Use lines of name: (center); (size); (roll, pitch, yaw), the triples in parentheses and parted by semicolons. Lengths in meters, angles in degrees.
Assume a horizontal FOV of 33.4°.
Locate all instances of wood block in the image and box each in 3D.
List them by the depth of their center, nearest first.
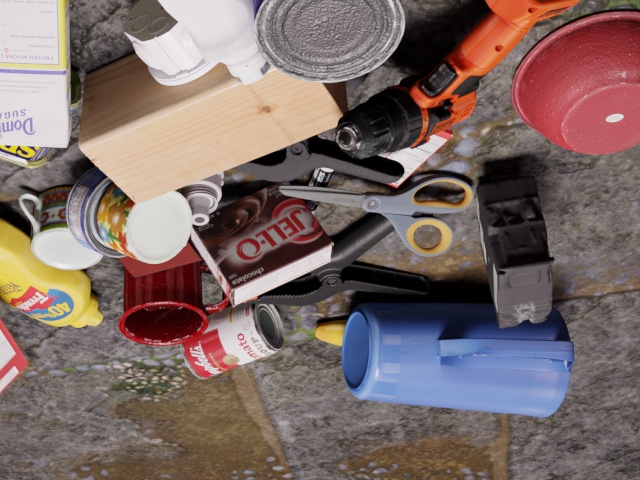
wood block: (-0.089, -0.119, 0.893); (0.206, 0.090, 0.090); (-19, 141, 19)

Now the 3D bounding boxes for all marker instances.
marker: (-0.006, -0.047, 1.061); (0.020, 0.020, 0.121); (6, 142, -16)

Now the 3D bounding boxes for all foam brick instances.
foam brick: (-0.163, -0.004, 1.071); (0.078, 0.053, 0.051); (-14, 143, 12)

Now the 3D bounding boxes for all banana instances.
banana: (0.086, 0.130, 1.298); (0.197, 0.037, 0.070); (24, 134, -34)

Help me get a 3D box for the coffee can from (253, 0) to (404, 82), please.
coffee can: (0.001, -0.197, 0.754); (0.103, 0.140, 0.103); (-3, 144, -3)

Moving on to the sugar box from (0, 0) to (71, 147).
sugar box: (-0.237, -0.159, 0.807); (0.093, 0.048, 0.176); (2, 122, -9)

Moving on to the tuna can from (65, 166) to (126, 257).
tuna can: (-0.194, -0.028, 1.007); (0.034, 0.086, 0.086); (21, 168, 46)

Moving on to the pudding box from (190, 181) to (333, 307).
pudding box: (-0.057, 0.001, 1.029); (0.113, 0.090, 0.039); (-26, 149, -16)

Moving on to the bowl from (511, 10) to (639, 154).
bowl: (0.255, -0.127, 0.955); (0.162, 0.055, 0.162); (-4, 143, -3)

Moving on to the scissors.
scissors: (0.057, -0.021, 1.060); (0.201, 0.016, 0.096); (-8, 116, -14)

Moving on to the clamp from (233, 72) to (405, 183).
clamp: (-0.015, -0.100, 0.958); (0.171, 0.039, 0.120); (-2, 122, 14)

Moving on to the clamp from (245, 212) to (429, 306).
clamp: (0.018, 0.035, 1.160); (0.210, 0.036, 0.164); (-18, 142, 10)

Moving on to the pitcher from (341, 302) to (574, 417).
pitcher: (0.156, 0.129, 1.209); (0.242, 0.145, 0.149); (5, 124, -18)

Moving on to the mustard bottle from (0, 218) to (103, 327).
mustard bottle: (-0.298, 0.043, 1.112); (0.096, 0.058, 0.191); (-16, 144, 30)

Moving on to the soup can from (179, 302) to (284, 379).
soup can: (-0.101, 0.111, 1.224); (0.102, 0.068, 0.068); (-22, 141, 20)

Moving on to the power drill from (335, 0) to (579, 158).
power drill: (0.108, -0.144, 0.847); (0.184, 0.057, 0.188); (-30, 168, -50)

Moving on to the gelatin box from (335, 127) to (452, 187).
gelatin box: (0.067, -0.094, 0.997); (0.073, 0.030, 0.089); (18, 138, -30)

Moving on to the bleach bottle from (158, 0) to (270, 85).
bleach bottle: (-0.100, -0.207, 0.721); (0.068, 0.102, 0.250); (-14, 130, 20)

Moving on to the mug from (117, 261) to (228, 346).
mug: (-0.154, 0.053, 1.122); (0.117, 0.081, 0.093); (-5, 147, -2)
